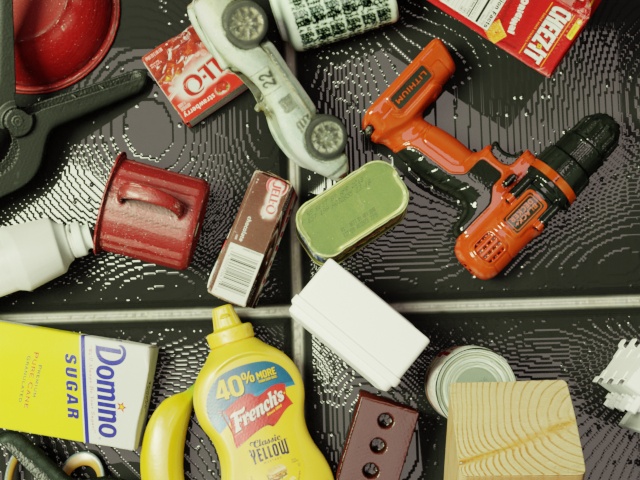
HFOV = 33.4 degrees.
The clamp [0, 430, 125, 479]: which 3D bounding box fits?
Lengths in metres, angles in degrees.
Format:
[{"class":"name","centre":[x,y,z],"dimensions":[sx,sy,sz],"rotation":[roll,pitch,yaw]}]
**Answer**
[{"class":"clamp","centre":[-0.208,0.224,0.899],"dimensions":[0.171,0.039,0.120],"rotation":[3,85,-3]}]

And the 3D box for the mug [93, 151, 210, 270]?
[{"class":"mug","centre":[-0.143,-0.025,0.915],"dimensions":[0.081,0.117,0.093],"rotation":[15,74,-2]}]

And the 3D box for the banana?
[{"class":"banana","centre":[-0.120,0.221,0.931],"dimensions":[0.069,0.037,0.198],"rotation":[-7,85,1]}]

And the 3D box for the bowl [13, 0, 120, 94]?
[{"class":"bowl","centre":[-0.265,-0.217,0.962],"dimensions":[0.162,0.055,0.162],"rotation":[0,85,1]}]

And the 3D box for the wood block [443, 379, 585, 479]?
[{"class":"wood block","centre":[0.145,0.213,0.839],"dimensions":[0.091,0.206,0.090],"rotation":[-1,41,1]}]

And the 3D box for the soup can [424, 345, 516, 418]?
[{"class":"soup can","centre":[0.126,0.123,0.900],"dimensions":[0.068,0.102,0.068],"rotation":[0,85,1]}]

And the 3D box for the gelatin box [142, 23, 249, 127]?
[{"class":"gelatin box","centre":[-0.104,-0.158,0.965],"dimensions":[0.089,0.030,0.073],"rotation":[-34,86,-1]}]

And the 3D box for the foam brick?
[{"class":"foam brick","centre":[0.049,0.175,0.923],"dimensions":[0.053,0.051,0.078],"rotation":[16,86,2]}]

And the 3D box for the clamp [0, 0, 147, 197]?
[{"class":"clamp","centre":[-0.271,-0.117,0.921],"dimensions":[0.210,0.036,0.164],"rotation":[-49,124,-4]}]

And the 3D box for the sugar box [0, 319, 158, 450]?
[{"class":"sugar box","centre":[-0.238,0.124,0.937],"dimensions":[0.176,0.048,0.093],"rotation":[8,86,3]}]

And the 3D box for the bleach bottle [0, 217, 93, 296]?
[{"class":"bleach bottle","centre":[-0.322,0.029,0.931],"dimensions":[0.250,0.103,0.068],"rotation":[-17,112,-7]}]

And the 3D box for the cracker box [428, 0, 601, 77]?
[{"class":"cracker box","centre":[0.143,-0.252,0.903],"dimensions":[0.214,0.072,0.164],"rotation":[34,43,5]}]

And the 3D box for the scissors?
[{"class":"scissors","centre":[-0.219,0.268,0.914],"dimensions":[0.096,0.016,0.202],"rotation":[-15,69,-9]}]

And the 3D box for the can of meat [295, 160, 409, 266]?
[{"class":"can of meat","centre":[0.027,-0.024,0.923],"dimensions":[0.102,0.084,0.057],"rotation":[-34,86,-2]}]

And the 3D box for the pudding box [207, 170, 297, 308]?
[{"class":"pudding box","centre":[-0.056,0.001,0.921],"dimensions":[0.039,0.090,0.113],"rotation":[23,87,5]}]

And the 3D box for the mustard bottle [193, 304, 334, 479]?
[{"class":"mustard bottle","centre":[-0.057,0.149,0.924],"dimensions":[0.096,0.058,0.191],"rotation":[-17,84,-12]}]

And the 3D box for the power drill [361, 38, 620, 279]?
[{"class":"power drill","centre":[0.144,-0.088,0.939],"dimensions":[0.187,0.057,0.184],"rotation":[44,88,4]}]
